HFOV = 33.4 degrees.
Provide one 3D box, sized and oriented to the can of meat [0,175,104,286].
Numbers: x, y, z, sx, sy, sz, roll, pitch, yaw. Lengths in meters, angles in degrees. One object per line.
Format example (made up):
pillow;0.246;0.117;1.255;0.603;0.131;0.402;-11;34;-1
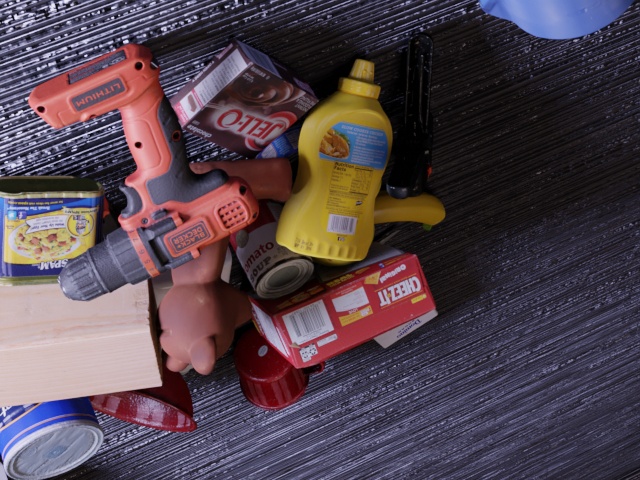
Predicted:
can of meat;-0.241;-0.010;0.937;0.101;0.057;0.084;-2;111;-26

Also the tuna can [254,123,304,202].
tuna can;-0.023;-0.077;1.086;0.086;0.034;0.086;-22;150;-14

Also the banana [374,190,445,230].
banana;0.086;-0.032;1.248;0.197;0.037;0.070;2;136;-43

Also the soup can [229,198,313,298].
soup can;-0.057;0.001;1.108;0.068;0.102;0.068;-22;150;-13

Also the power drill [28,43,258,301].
power drill;-0.165;-0.054;0.888;0.184;0.057;0.187;-27;119;-5

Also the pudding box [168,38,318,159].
pudding box;-0.068;-0.126;0.966;0.090;0.039;0.113;-40;149;18

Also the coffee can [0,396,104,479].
coffee can;-0.296;0.162;1.108;0.102;0.140;0.103;-22;150;-14

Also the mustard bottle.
mustard bottle;0.021;-0.080;1.031;0.096;0.058;0.192;8;100;-33

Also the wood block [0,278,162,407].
wood block;-0.260;0.092;1.017;0.206;0.090;0.091;-7;138;-4

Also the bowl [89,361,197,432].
bowl;-0.212;0.169;1.233;0.162;0.055;0.162;14;156;6

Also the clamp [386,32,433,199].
clamp;0.094;-0.091;1.085;0.036;0.164;0.210;8;161;9

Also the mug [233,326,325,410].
mug;-0.053;0.157;1.352;0.117;0.093;0.081;-3;150;7

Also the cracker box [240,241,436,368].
cracker box;0.013;0.065;1.185;0.164;0.072;0.214;-23;-171;-10
